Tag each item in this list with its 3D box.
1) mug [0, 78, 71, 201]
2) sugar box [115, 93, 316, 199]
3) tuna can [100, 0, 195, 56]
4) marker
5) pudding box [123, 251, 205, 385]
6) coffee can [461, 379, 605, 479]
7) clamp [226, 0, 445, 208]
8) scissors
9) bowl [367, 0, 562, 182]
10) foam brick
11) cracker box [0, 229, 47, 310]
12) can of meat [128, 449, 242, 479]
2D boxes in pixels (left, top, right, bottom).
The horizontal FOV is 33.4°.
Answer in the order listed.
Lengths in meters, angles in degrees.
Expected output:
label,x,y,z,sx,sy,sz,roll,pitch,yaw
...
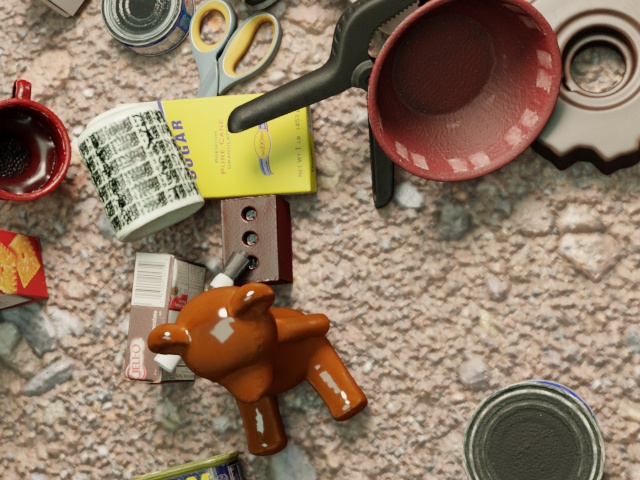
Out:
label,x,y,z,sx,sy,sz,roll,pitch,yaw
mug,-0.285,-0.092,0.992,0.093,0.082,0.117,4,86,-24
sugar box,-0.095,-0.083,0.967,0.176,0.048,0.093,-4,91,7
tuna can,-0.165,-0.222,1.017,0.086,0.033,0.086,-2,83,14
marker,-0.098,0.058,0.903,0.020,0.020,0.121,30,73,15
pudding box,-0.137,0.070,0.947,0.039,0.090,0.113,5,84,13
coffee can,0.168,0.161,0.834,0.103,0.140,0.103,-2,83,14
clamp,0.029,-0.138,0.887,0.164,0.036,0.210,19,115,-20
scissors,-0.120,-0.144,1.005,0.096,0.016,0.202,43,94,12
bowl,0.108,-0.130,0.855,0.162,0.162,0.055,-37,32,7
foam brick,-0.056,0.001,0.955,0.053,0.051,0.078,-5,82,13
cracker box,-0.367,0.032,0.944,0.164,0.213,0.072,-14,80,12
can of meat,-0.112,0.239,0.939,0.102,0.057,0.084,-17,83,12
